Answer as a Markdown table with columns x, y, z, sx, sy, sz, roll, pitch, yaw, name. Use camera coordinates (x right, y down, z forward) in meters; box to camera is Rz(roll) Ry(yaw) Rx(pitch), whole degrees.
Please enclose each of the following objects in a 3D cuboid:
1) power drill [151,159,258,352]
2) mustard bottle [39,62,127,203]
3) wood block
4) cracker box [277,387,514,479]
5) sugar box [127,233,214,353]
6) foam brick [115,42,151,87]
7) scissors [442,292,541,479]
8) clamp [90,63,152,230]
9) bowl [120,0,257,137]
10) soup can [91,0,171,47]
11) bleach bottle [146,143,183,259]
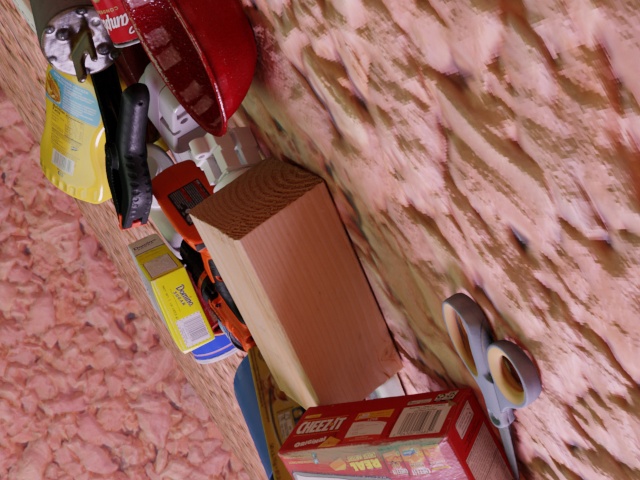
| x | y | z | sx | sy | sz | roll | pitch | yaw | name |
| --- | --- | --- | --- | --- | --- | --- | --- | --- | --- |
| -0.112 | 0.008 | 1.084 | 0.185 | 0.057 | 0.187 | 46 | 164 | 39 | power drill |
| -0.239 | -0.138 | 1.084 | 0.096 | 0.058 | 0.192 | 33 | 129 | 25 | mustard bottle |
| -0.018 | 0.044 | 0.916 | 0.090 | 0.090 | 0.206 | 27 | 148 | 52 | wood block |
| 0.087 | 0.228 | 0.874 | 0.164 | 0.072 | 0.213 | -14 | 113 | 36 | cracker box |
| -0.172 | 0.055 | 1.211 | 0.176 | 0.048 | 0.093 | -139 | 27 | -68 | sugar box |
| -0.166 | -0.173 | 1.024 | 0.051 | 0.053 | 0.078 | 41 | 158 | 48 | foam brick |
| 0.135 | 0.122 | 0.743 | 0.096 | 0.016 | 0.201 | 32 | 152 | 59 | scissors |
| -0.179 | -0.086 | 0.996 | 0.120 | 0.039 | 0.171 | -141 | 40 | -62 | clamp |
| -0.095 | -0.161 | 0.812 | 0.162 | 0.055 | 0.162 | 52 | 165 | 20 | bowl |
| -0.165 | -0.222 | 0.888 | 0.069 | 0.068 | 0.102 | 31 | 150 | 60 | soup can |
| -0.170 | -0.046 | 1.193 | 0.102 | 0.068 | 0.251 | 60 | 177 | 8 | bleach bottle |
